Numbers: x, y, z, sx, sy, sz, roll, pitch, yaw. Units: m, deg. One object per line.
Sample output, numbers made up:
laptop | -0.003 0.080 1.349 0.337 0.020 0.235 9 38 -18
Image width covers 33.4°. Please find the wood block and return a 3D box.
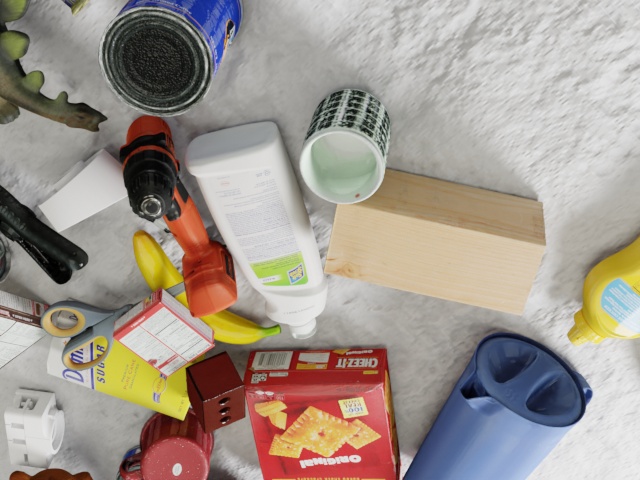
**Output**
wood block | 0.115 -0.004 1.087 0.206 0.090 0.091 12 123 1

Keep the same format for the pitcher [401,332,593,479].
pitcher | 0.194 0.230 1.212 0.149 0.144 0.243 29 126 4

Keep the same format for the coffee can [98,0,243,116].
coffee can | -0.133 -0.189 0.975 0.103 0.140 0.103 4 123 6

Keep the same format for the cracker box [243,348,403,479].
cracker box | 0.007 0.230 1.263 0.164 0.072 0.214 -2 123 11

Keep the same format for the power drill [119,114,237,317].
power drill | -0.141 -0.018 1.063 0.057 0.184 0.187 -19 120 3

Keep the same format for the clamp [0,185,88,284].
clamp | -0.327 -0.013 1.166 0.171 0.039 0.120 41 152 -1

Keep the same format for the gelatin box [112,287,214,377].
gelatin box | -0.172 0.102 1.176 0.073 0.030 0.089 -36 123 19

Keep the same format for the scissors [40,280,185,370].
scissors | -0.233 0.073 1.186 0.096 0.016 0.202 42 114 -14

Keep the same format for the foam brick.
foam brick | -0.119 0.173 1.212 0.053 0.051 0.078 -22 146 -17

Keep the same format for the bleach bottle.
bleach bottle | -0.057 0.001 1.132 0.102 0.068 0.251 -11 122 9

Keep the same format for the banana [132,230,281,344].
banana | -0.140 0.064 1.201 0.197 0.037 0.070 35 112 -14

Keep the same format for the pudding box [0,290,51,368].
pudding box | -0.381 0.105 1.240 0.114 0.039 0.089 -32 145 27

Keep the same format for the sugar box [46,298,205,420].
sugar box | -0.229 0.141 1.257 0.176 0.048 0.093 18 123 -5

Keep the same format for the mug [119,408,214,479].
mug | -0.186 0.261 1.284 0.117 0.081 0.093 -14 103 -2
